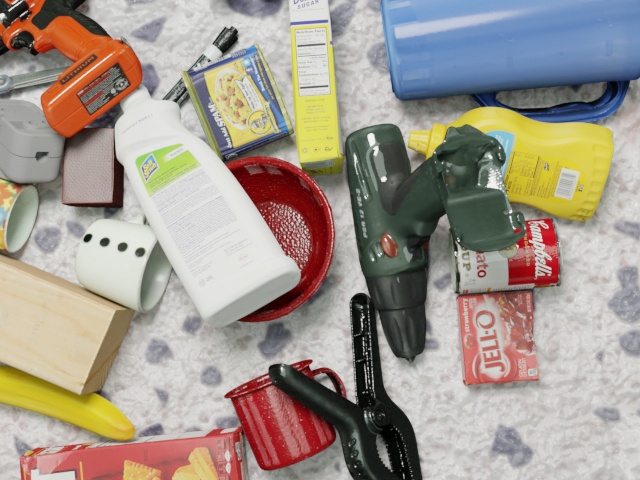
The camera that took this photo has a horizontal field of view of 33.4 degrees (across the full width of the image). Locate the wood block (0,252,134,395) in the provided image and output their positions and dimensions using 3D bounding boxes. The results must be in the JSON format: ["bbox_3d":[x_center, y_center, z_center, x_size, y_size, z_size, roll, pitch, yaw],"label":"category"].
[{"bbox_3d":[-0.301,0.069,1.046,0.206,0.091,0.090,22,88,4],"label":"wood block"}]

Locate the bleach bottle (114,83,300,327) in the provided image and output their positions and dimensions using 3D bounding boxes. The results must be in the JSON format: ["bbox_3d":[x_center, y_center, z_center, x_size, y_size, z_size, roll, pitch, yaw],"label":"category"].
[{"bbox_3d":[-0.120,-0.047,1.012,0.102,0.068,0.251,-29,71,-1],"label":"bleach bottle"}]

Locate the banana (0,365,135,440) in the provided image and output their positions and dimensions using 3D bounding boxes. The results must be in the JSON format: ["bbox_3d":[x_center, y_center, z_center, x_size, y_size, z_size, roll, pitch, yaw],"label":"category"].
[{"bbox_3d":[-0.272,0.158,1.049,0.198,0.069,0.037,15,105,1],"label":"banana"}]

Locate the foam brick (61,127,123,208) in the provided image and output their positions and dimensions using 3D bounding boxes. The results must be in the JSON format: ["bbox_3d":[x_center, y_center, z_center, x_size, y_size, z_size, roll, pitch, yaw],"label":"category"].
[{"bbox_3d":[-0.228,-0.072,1.073,0.053,0.051,0.078,1,86,2],"label":"foam brick"}]

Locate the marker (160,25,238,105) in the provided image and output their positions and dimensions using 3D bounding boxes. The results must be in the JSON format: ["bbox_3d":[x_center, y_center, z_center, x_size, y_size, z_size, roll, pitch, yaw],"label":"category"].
[{"bbox_3d":[-0.127,-0.172,1.093,0.020,0.020,0.121,41,88,5],"label":"marker"}]

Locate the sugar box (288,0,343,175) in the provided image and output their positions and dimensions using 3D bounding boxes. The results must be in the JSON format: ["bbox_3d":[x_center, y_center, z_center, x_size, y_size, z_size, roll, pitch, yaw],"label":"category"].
[{"bbox_3d":[-0.006,-0.157,1.049,0.048,0.093,0.176,-7,85,0],"label":"sugar box"}]

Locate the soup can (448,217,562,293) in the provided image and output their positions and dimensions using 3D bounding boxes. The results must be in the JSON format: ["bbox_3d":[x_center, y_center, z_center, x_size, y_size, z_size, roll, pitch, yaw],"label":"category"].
[{"bbox_3d":[0.179,0.015,1.040,0.102,0.068,0.068,-5,85,3],"label":"soup can"}]

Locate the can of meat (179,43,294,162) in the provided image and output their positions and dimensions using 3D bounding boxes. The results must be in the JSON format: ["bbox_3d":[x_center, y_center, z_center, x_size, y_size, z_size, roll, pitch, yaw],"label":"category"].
[{"bbox_3d":[-0.083,-0.136,1.061,0.084,0.057,0.102,-22,99,-3],"label":"can of meat"}]

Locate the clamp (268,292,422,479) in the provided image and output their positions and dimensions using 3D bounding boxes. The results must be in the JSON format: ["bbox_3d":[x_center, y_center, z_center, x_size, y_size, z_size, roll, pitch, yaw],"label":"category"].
[{"bbox_3d":[0.046,0.162,1.027,0.036,0.164,0.210,-21,106,41],"label":"clamp"}]

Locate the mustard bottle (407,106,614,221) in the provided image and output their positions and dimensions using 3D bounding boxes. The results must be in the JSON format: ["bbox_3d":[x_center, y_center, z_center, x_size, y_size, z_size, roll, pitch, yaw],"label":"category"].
[{"bbox_3d":[0.180,-0.081,1.041,0.191,0.058,0.096,11,129,4],"label":"mustard bottle"}]

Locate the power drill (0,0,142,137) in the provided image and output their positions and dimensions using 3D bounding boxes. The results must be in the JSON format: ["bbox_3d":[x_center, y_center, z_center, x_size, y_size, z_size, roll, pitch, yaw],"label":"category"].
[{"bbox_3d":[-0.276,-0.184,1.045,0.184,0.057,0.188,-39,60,-7],"label":"power drill"}]

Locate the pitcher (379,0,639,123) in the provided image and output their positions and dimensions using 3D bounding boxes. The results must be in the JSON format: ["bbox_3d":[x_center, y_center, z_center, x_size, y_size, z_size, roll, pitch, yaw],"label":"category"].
[{"bbox_3d":[0.185,-0.195,1.035,0.243,0.145,0.149,-8,73,5],"label":"pitcher"}]

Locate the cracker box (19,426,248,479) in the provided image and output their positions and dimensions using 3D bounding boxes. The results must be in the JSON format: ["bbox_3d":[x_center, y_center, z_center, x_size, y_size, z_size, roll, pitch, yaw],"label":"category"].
[{"bbox_3d":[-0.174,0.274,1.033,0.213,0.072,0.164,-7,85,3],"label":"cracker box"}]

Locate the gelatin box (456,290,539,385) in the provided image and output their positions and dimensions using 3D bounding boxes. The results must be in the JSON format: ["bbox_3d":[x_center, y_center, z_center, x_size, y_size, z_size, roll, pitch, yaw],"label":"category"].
[{"bbox_3d":[0.174,0.096,1.053,0.073,0.030,0.089,-4,85,2],"label":"gelatin box"}]

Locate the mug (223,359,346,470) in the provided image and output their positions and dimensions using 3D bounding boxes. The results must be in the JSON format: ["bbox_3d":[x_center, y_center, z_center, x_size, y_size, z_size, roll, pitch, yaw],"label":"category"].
[{"bbox_3d":[-0.026,0.165,1.034,0.117,0.093,0.081,-22,90,-30],"label":"mug"}]

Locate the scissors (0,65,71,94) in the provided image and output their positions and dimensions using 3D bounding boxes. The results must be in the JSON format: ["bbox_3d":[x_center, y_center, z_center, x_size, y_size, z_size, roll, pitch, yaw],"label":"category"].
[{"bbox_3d":[-0.342,-0.172,1.101,0.201,0.016,0.096,-26,63,-15],"label":"scissors"}]

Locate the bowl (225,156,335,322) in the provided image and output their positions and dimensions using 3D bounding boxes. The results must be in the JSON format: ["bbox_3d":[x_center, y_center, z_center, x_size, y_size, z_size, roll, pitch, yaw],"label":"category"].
[{"bbox_3d":[-0.057,0.001,1.048,0.162,0.055,0.162,-2,82,15],"label":"bowl"}]
